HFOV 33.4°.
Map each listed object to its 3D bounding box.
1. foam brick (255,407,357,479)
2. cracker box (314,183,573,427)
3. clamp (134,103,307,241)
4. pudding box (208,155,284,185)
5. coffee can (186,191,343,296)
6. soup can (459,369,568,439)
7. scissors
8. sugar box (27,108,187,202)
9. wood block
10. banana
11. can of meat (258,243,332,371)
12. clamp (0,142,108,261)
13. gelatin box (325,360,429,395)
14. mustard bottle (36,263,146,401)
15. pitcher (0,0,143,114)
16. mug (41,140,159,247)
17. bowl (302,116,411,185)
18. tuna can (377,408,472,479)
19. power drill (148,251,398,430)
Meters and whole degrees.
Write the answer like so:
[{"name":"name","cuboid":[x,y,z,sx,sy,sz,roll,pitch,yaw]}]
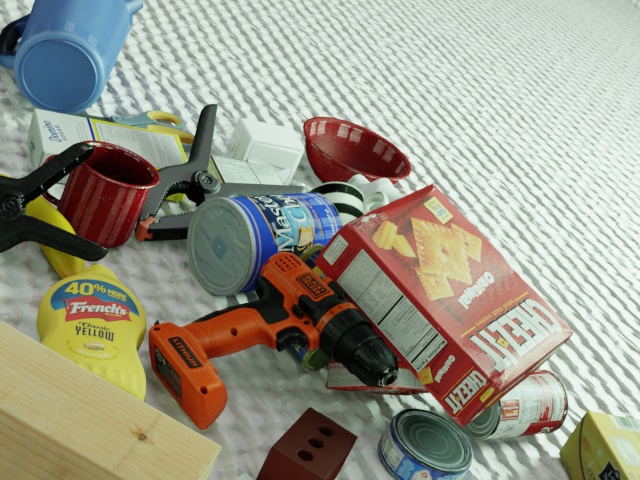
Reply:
[{"name":"foam brick","cuboid":[-0.013,0.190,0.912,0.053,0.051,0.078,31,28,11]},{"name":"cracker box","cuboid":[0.124,0.054,1.042,0.214,0.072,0.163,48,38,16]},{"name":"clamp","cuboid":[-0.122,-0.054,1.202,0.164,0.036,0.209,37,50,6]},{"name":"pudding box","cuboid":[-0.086,-0.055,1.295,0.089,0.039,0.113,7,31,-28]},{"name":"coffee can","cuboid":[-0.058,0.001,1.148,0.140,0.103,0.103,-6,41,-46]},{"name":"soup can","cuboid":[0.197,0.169,1.103,0.102,0.069,0.069,2,35,-36]},{"name":"scissors","cuboid":[-0.251,-0.156,1.358,0.201,0.016,0.096,16,27,-16]},{"name":"sugar box","cuboid":[-0.244,-0.097,1.231,0.176,0.048,0.093,7,35,-26]},{"name":"wood block","cuboid":[-0.192,0.154,0.787,0.206,0.090,0.090,28,27,6]},{"name":"banana","cuboid":[-0.299,-0.022,1.069,0.198,0.037,0.069,31,47,15]},{"name":"can of meat","cuboid":[-0.003,0.069,1.077,0.084,0.102,0.057,45,5,29]},{"name":"clamp","cuboid":[-0.289,-0.038,1.023,0.171,0.039,0.120,1,67,-8]},{"name":"gelatin box","cuboid":[0.057,0.134,1.040,0.073,0.030,0.089,10,-13,-28]},{"name":"mustard bottle","cuboid":[-0.202,0.080,0.942,0.096,0.058,0.191,12,30,-15]},{"name":"pitcher","cuboid":[-0.323,-0.251,1.349,0.145,0.149,0.243,30,25,-19]},{"name":"mug","cuboid":[-0.236,-0.050,1.107,0.117,0.082,0.093,19,24,-18]},{"name":"bowl","cuboid":[0.041,-0.107,1.469,0.162,0.055,0.162,19,28,-11]},{"name":"tuna can","cuboid":[0.100,0.199,1.008,0.086,0.034,0.086,19,28,-11]},{"name":"power drill","cuboid":[-0.046,0.098,0.967,0.187,0.057,0.185,-23,44,-29]}]
